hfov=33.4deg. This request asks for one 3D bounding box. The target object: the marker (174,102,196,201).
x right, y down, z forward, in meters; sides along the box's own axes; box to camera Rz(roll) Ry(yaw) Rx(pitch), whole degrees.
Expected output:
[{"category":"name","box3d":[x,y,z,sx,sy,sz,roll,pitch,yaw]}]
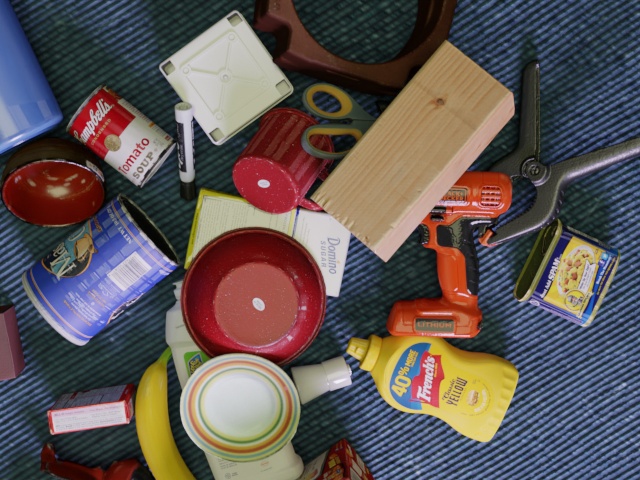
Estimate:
[{"category":"marker","box3d":[-0.148,-0.095,1.173,0.020,0.020,0.121,1,127,-2]}]

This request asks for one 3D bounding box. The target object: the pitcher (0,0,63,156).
[{"category":"pitcher","box3d":[-0.385,-0.206,1.133,0.144,0.149,0.243,-34,102,-40]}]

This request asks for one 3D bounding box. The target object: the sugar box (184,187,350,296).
[{"category":"sugar box","box3d":[-0.058,0.002,1.201,0.176,0.048,0.093,11,95,-6]}]

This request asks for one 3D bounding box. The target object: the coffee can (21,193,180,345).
[{"category":"coffee can","box3d":[-0.240,0.032,1.170,0.140,0.103,0.103,-40,96,2]}]

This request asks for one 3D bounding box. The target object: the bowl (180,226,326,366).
[{"category":"bowl","box3d":[-0.070,0.066,1.151,0.162,0.055,0.162,0,93,-6]}]

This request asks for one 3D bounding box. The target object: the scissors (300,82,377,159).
[{"category":"scissors","box3d":[0.061,-0.136,1.163,0.201,0.016,0.096,-15,76,-30]}]

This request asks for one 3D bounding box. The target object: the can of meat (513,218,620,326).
[{"category":"can of meat","box3d":[0.280,0.037,1.208,0.084,0.057,0.102,24,95,-5]}]

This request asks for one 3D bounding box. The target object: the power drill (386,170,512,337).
[{"category":"power drill","box3d":[0.113,0.011,1.171,0.184,0.057,0.188,3,106,5]}]

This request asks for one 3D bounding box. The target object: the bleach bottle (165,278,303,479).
[{"category":"bleach bottle","box3d":[-0.105,0.159,1.208,0.102,0.068,0.251,-18,94,-1]}]

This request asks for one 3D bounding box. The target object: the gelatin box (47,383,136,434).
[{"category":"gelatin box","box3d":[-0.255,0.190,1.201,0.089,0.073,0.030,-9,97,-1]}]

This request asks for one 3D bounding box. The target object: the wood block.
[{"category":"wood block","box3d":[0.096,-0.087,1.086,0.091,0.090,0.206,41,92,13]}]

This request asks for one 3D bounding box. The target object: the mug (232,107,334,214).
[{"category":"mug","box3d":[-0.034,-0.076,1.154,0.117,0.093,0.081,38,51,-7]}]

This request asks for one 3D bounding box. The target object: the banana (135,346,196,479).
[{"category":"banana","box3d":[-0.173,0.225,1.214,0.069,0.037,0.198,-15,99,-33]}]

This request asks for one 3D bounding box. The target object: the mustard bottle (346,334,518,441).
[{"category":"mustard bottle","box3d":[0.121,0.152,1.214,0.191,0.058,0.096,22,100,-3]}]

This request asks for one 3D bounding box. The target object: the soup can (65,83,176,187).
[{"category":"soup can","box3d":[-0.218,-0.114,1.173,0.102,0.068,0.068,38,94,-6]}]

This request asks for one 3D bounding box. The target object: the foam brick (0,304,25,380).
[{"category":"foam brick","box3d":[-0.369,0.117,1.201,0.053,0.051,0.078,-8,96,-2]}]

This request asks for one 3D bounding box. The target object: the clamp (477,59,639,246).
[{"category":"clamp","box3d":[0.252,-0.075,1.184,0.165,0.036,0.210,32,99,23]}]
